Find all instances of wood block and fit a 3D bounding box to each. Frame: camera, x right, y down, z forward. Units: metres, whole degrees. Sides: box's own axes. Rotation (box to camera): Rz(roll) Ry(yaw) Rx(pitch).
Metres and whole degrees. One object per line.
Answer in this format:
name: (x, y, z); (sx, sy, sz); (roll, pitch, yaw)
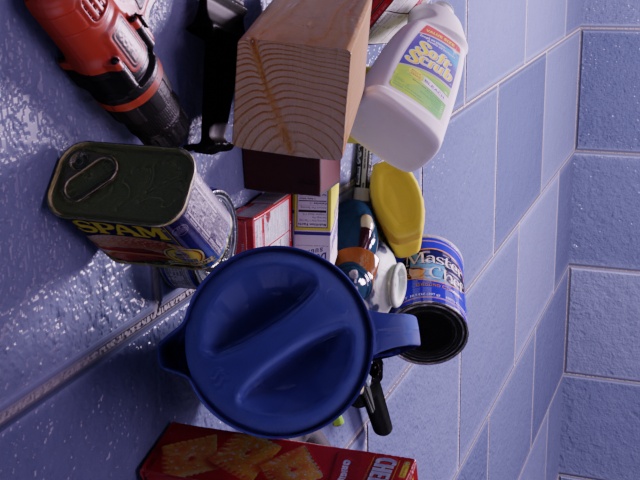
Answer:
wood block: (-0.011, -0.148, 0.912); (0.206, 0.090, 0.091); (-73, 169, -65)

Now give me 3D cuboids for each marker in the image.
marker: (0.053, -0.107, 1.266); (0.020, 0.020, 0.121); (0, 94, -69)

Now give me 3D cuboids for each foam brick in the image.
foam brick: (-0.026, -0.075, 0.987); (0.051, 0.078, 0.053); (-42, 135, -61)

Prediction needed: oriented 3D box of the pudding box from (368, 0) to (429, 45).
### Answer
pudding box: (0.076, -0.261, 1.188); (0.090, 0.039, 0.113); (-46, 168, 26)

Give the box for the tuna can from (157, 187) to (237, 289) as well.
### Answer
tuna can: (-0.100, -0.002, 0.872); (0.086, 0.034, 0.086); (6, 90, -69)

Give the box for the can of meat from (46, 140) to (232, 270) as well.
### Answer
can of meat: (-0.119, -0.021, 0.726); (0.084, 0.102, 0.057); (57, 42, -61)

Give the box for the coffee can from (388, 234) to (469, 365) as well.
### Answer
coffee can: (0.133, 0.074, 1.353); (0.140, 0.103, 0.103); (-84, 167, -54)

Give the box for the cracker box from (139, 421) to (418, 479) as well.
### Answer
cracker box: (-0.027, 0.243, 0.870); (0.072, 0.214, 0.164); (-56, 145, -51)

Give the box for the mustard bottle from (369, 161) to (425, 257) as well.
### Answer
mustard bottle: (0.094, -0.030, 1.298); (0.191, 0.058, 0.096); (68, 3, -78)

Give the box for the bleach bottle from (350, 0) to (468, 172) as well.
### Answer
bleach bottle: (0.100, -0.183, 1.123); (0.102, 0.068, 0.250); (35, 43, -14)

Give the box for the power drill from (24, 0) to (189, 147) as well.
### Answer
power drill: (-0.119, -0.177, 0.746); (0.184, 0.057, 0.187); (59, 41, -57)

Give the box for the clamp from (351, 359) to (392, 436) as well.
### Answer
clamp: (0.061, 0.150, 1.324); (0.209, 0.036, 0.164); (41, 53, -65)

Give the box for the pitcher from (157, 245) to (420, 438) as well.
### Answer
pitcher: (-0.027, 0.091, 0.842); (0.145, 0.149, 0.243); (-52, 176, -12)

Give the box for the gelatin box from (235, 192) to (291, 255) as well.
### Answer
gelatin box: (-0.057, 0.001, 0.992); (0.089, 0.030, 0.073); (-39, 132, -62)

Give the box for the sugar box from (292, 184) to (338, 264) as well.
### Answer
sugar box: (-0.004, -0.061, 1.066); (0.093, 0.048, 0.176); (-69, 158, -76)
